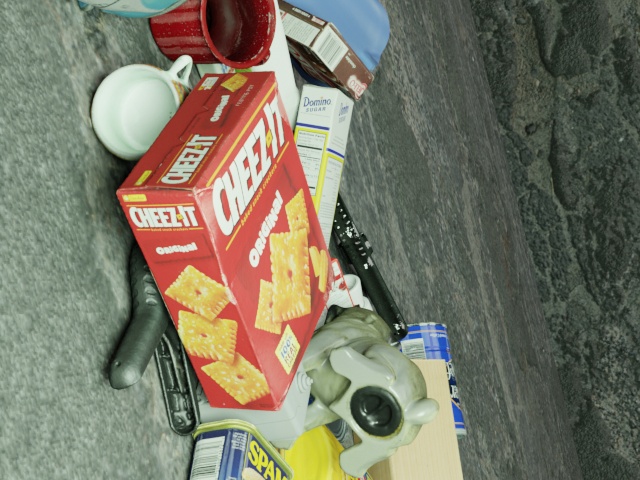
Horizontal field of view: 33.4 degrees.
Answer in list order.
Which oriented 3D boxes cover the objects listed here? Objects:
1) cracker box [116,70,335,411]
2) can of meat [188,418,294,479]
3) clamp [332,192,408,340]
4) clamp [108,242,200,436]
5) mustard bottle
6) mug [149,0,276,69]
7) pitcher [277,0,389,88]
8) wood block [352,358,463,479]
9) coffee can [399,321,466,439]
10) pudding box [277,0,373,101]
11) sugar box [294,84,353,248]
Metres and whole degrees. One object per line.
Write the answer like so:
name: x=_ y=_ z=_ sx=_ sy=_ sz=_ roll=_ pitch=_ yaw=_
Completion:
cracker box: x=-0.060 y=0.000 z=0.829 sx=0.164 sy=0.072 sz=0.213 roll=-64 pitch=147 yaw=-47
can of meat: x=-0.066 y=0.206 z=0.852 sx=0.084 sy=0.057 sz=0.102 roll=-83 pitch=152 yaw=-41
clamp: x=0.047 y=0.018 z=1.298 sx=0.210 sy=0.036 sz=0.164 roll=62 pitch=0 yaw=-25
clamp: x=-0.126 y=0.056 z=0.814 sx=0.120 sy=0.039 sz=0.171 roll=58 pitch=24 yaw=-66
mustard bottle: x=0.021 y=0.257 z=1.064 sx=0.191 sy=0.058 sz=0.096 roll=54 pitch=24 yaw=-49
mug: x=-0.094 y=-0.197 z=0.981 sx=0.117 sy=0.082 sz=0.093 roll=35 pitch=70 yaw=-45
pitcher: x=-0.031 y=-0.293 z=1.241 sx=0.242 sy=0.149 sz=0.145 roll=37 pitch=57 yaw=-57
wood block: x=0.096 y=0.244 z=1.194 sx=0.090 sy=0.090 sz=0.206 roll=134 pitch=-46 yaw=-57
coffee can: x=0.120 y=0.183 z=1.335 sx=0.102 sy=0.103 sz=0.140 roll=31 pitch=47 yaw=-64
pudding box: x=-0.003 y=-0.206 z=1.158 sx=0.090 sy=0.039 sz=0.113 roll=33 pitch=-6 yaw=37
sugar box: x=-0.006 y=-0.072 z=1.141 sx=0.093 sy=0.048 sz=0.176 roll=8 pitch=90 yaw=-78
